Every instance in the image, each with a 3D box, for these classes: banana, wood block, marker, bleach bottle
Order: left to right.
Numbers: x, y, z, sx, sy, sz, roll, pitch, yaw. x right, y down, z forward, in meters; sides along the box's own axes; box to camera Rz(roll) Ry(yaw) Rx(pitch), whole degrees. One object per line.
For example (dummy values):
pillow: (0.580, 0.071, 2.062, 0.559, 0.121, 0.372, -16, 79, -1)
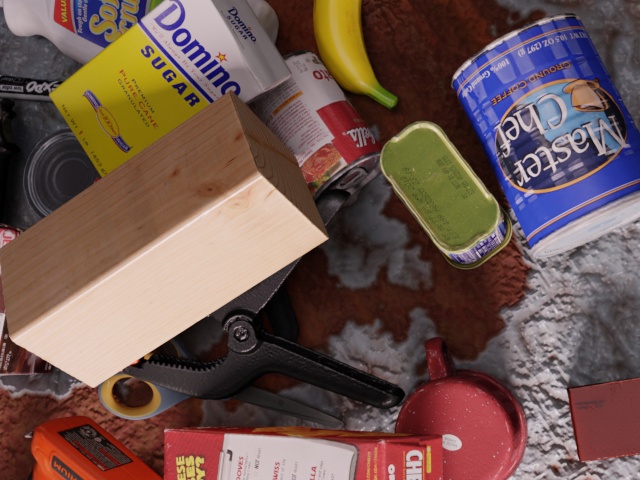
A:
marker: (-0.225, -0.125, 0.890, 0.121, 0.020, 0.020, 7, 85, 14)
bleach bottle: (-0.165, -0.171, 0.860, 0.251, 0.068, 0.102, 17, 86, 17)
wood block: (-0.112, 0.002, 0.742, 0.206, 0.090, 0.090, -33, 48, 13)
banana: (0.030, -0.199, 0.832, 0.069, 0.037, 0.198, 4, 85, -4)

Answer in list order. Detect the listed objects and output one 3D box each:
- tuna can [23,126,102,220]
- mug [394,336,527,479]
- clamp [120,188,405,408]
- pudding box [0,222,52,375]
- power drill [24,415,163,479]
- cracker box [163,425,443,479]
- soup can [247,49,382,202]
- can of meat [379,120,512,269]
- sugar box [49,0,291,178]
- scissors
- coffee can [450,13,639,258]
tuna can: (-0.196, -0.049, 0.866, 0.086, 0.033, 0.086, -2, 83, 13)
mug: (0.095, 0.125, 0.752, 0.093, 0.081, 0.117, -13, 81, 11)
clamp: (-0.047, 0.073, 0.787, 0.210, 0.036, 0.164, -22, 93, 10)
pudding box: (-0.236, 0.048, 0.836, 0.039, 0.090, 0.113, 11, 87, 16)
power drill: (-0.186, 0.241, 0.791, 0.185, 0.057, 0.188, 33, 106, 22)
cracker box: (-0.017, 0.211, 0.729, 0.214, 0.071, 0.164, -7, 79, 44)
soup can: (-0.004, -0.084, 0.808, 0.068, 0.068, 0.102, -35, 76, 7)
can of meat: (0.090, -0.033, 0.771, 0.057, 0.084, 0.102, -38, 76, 7)
sugar box: (-0.114, -0.114, 0.782, 0.177, 0.048, 0.093, -28, 97, 39)
scissors: (-0.090, 0.125, 0.828, 0.202, 0.016, 0.096, 31, 107, 4)
coffee can: (0.167, -0.071, 0.748, 0.103, 0.102, 0.140, -26, 78, 9)
